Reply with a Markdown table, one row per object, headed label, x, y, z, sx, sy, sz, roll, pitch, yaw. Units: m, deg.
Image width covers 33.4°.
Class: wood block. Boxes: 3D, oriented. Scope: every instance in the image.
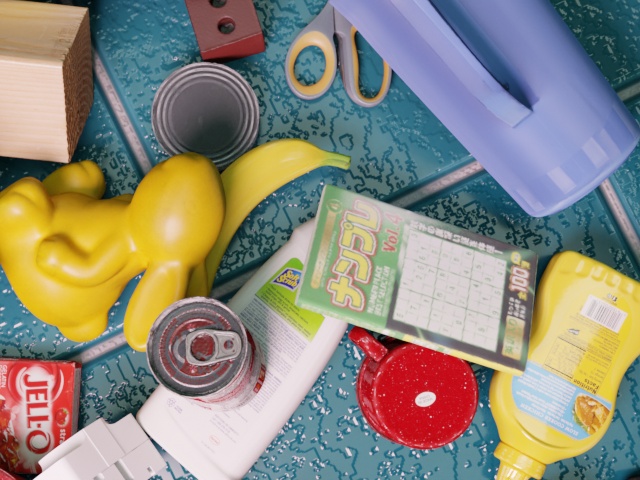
| label | x | y | z | sx | sy | sz | roll | pitch | yaw |
| --- | --- | --- | --- | --- | --- | --- | --- | --- | --- |
| wood block | -0.286 | -0.130 | 0.814 | 0.206 | 0.091 | 0.090 | 6 | 41 | -1 |

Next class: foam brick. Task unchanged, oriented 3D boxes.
| label | x | y | z | sx | sy | sz | roll | pitch | yaw |
| --- | --- | --- | --- | --- | --- | --- | --- | --- | --- |
| foam brick | -0.081 | -0.187 | 0.857 | 0.053 | 0.051 | 0.078 | -18 | 87 | -2 |

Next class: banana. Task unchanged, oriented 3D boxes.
| label | x | y | z | sx | sy | sz | roll | pitch | yaw |
| --- | --- | --- | --- | --- | --- | --- | --- | --- | --- |
| banana | -0.066 | -0.015 | 0.840 | 0.069 | 0.037 | 0.198 | 44 | 97 | 5 |

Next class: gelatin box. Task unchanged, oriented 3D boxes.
| label | x | y | z | sx | sy | sz | roll | pitch | yaw |
| --- | --- | --- | --- | --- | --- | --- | --- | --- | --- |
| gelatin box | -0.229 | 0.137 | 0.841 | 0.073 | 0.030 | 0.089 | 3 | 86 | -1 |

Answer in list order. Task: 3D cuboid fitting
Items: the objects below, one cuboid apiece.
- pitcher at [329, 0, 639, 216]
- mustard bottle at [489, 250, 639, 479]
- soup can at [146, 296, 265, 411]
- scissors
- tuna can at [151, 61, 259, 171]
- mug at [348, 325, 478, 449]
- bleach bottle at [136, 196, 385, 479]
| label | x | y | z | sx | sy | sz | roll | pitch | yaw |
| --- | --- | --- | --- | --- | --- | --- | --- | --- | --- |
| pitcher | 0.127 | -0.136 | 0.809 | 0.149 | 0.145 | 0.243 | -42 | 94 | -24 |
| mustard bottle | 0.188 | 0.111 | 0.838 | 0.096 | 0.058 | 0.191 | 28 | 85 | -2 |
| soup can | -0.077 | 0.083 | 0.749 | 0.068 | 0.102 | 0.068 | -1 | 75 | 5 |
| scissors | 0.001 | -0.202 | 0.878 | 0.096 | 0.016 | 0.202 | -17 | 86 | -2 |
| tuna can | -0.091 | -0.098 | 0.859 | 0.086 | 0.034 | 0.086 | 0 | 86 | -1 |
| mug | 0.068 | 0.108 | 0.824 | 0.093 | 0.081 | 0.117 | -44 | 88 | -4 |
| bleach bottle | -0.026 | 0.073 | 0.835 | 0.102 | 0.068 | 0.251 | 41 | 84 | 5 |
